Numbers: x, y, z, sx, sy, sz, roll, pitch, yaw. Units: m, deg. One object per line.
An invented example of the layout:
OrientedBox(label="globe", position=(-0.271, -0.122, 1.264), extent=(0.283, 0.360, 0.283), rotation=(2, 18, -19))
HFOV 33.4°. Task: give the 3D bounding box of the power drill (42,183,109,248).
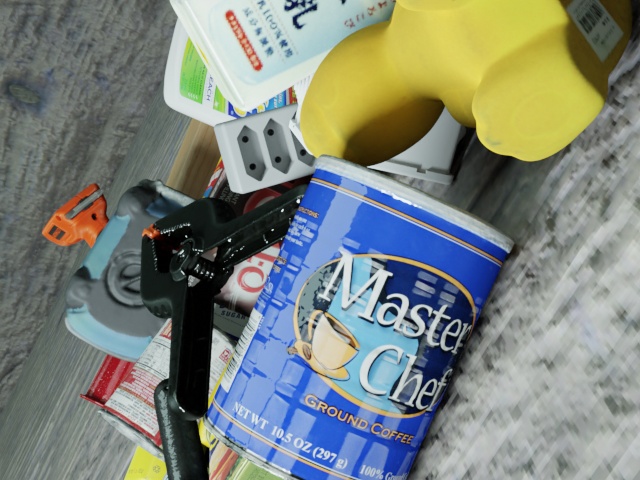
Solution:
OrientedBox(label="power drill", position=(-0.206, 0.039, 1.115), extent=(0.057, 0.187, 0.185), rotation=(-44, 6, -28))

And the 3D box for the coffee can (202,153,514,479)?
OrientedBox(label="coffee can", position=(0.018, 0.043, 0.514), extent=(0.140, 0.102, 0.103), rotation=(-66, 16, 0))

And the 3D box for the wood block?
OrientedBox(label="wood block", position=(-0.099, -0.081, 1.101), extent=(0.091, 0.090, 0.206), rotation=(-31, 38, 66))

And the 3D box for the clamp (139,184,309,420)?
OrientedBox(label="clamp", position=(-0.084, 0.028, 0.730), extent=(0.210, 0.036, 0.164), rotation=(13, 72, 60))

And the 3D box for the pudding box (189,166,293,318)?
OrientedBox(label="pudding box", position=(-0.056, 0.001, 0.840), extent=(0.114, 0.090, 0.039), rotation=(-59, 15, 25))

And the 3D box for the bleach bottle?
OrientedBox(label="bleach bottle", position=(-0.024, -0.120, 0.813), extent=(0.251, 0.067, 0.102), rotation=(23, 101, 47))

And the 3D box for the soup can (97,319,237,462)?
OrientedBox(label="soup can", position=(-0.114, 0.111, 0.827), extent=(0.102, 0.068, 0.069), rotation=(-55, 12, -18))

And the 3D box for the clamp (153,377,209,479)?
OrientedBox(label="clamp", position=(-0.074, 0.184, 0.684), extent=(0.039, 0.120, 0.171), rotation=(-19, 44, 7))

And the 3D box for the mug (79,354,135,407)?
OrientedBox(label="mug", position=(-0.174, 0.135, 1.041), extent=(0.081, 0.093, 0.117), rotation=(-64, 3, -13))

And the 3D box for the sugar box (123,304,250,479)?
OrientedBox(label="sugar box", position=(-0.109, 0.128, 0.910), extent=(0.093, 0.048, 0.176), rotation=(-31, 39, 65))
